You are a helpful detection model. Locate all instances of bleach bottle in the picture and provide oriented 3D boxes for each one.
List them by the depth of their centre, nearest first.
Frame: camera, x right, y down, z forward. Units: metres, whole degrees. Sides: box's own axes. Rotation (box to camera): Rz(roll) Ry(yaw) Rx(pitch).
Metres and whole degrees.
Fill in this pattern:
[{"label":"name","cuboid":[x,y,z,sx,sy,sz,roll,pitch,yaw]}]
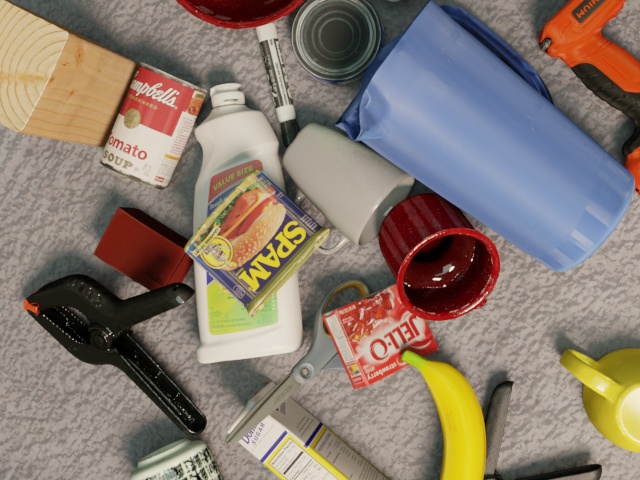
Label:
[{"label":"bleach bottle","cuboid":[-0.079,-0.018,0.989,0.102,0.068,0.251,-8,88,6]}]

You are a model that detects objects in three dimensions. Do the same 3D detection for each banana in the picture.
[{"label":"banana","cuboid":[0.113,0.192,0.947,0.070,0.037,0.198,-4,89,11]}]

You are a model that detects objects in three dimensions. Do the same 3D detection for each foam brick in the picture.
[{"label":"foam brick","cuboid":[-0.163,0.010,1.006,0.078,0.051,0.053,32,97,6]}]

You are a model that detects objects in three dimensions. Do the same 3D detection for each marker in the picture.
[{"label":"marker","cuboid":[-0.038,-0.143,1.000,0.020,0.020,0.121,-14,90,8]}]

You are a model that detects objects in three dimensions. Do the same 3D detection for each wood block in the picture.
[{"label":"wood block","cuboid":[-0.238,-0.144,0.935,0.091,0.206,0.090,28,95,6]}]

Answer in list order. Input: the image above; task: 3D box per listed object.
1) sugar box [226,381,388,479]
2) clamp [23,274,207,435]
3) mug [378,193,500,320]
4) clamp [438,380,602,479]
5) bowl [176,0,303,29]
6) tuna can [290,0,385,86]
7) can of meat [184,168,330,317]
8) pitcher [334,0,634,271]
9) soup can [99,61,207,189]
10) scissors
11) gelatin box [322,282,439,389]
[{"label":"sugar box","cuboid":[0.001,0.206,0.967,0.176,0.093,0.048,37,97,6]},{"label":"clamp","cuboid":[-0.190,0.077,0.984,0.210,0.036,0.165,24,129,23]},{"label":"mug","cuboid":[0.108,0.017,0.945,0.093,0.081,0.117,-43,122,11]},{"label":"clamp","cuboid":[0.168,0.227,0.970,0.120,0.039,0.171,36,102,15]},{"label":"bowl","cuboid":[-0.068,-0.271,0.982,0.162,0.055,0.162,0,92,8]},{"label":"tuna can","cuboid":[0.016,-0.187,0.983,0.086,0.033,0.086,0,92,8]},{"label":"can of meat","cuboid":[-0.056,0.001,0.927,0.084,0.057,0.102,43,86,5]},{"label":"pitcher","cuboid":[0.148,-0.091,0.919,0.243,0.145,0.149,37,99,-4]},{"label":"soup can","cuboid":[-0.156,-0.106,0.994,0.068,0.068,0.102,25,95,7]},{"label":"scissors","cuboid":[0.003,0.124,0.952,0.096,0.016,0.201,38,61,-11]},{"label":"gelatin box","cuboid":[0.056,0.083,0.964,0.089,0.030,0.073,-21,86,-32]}]
